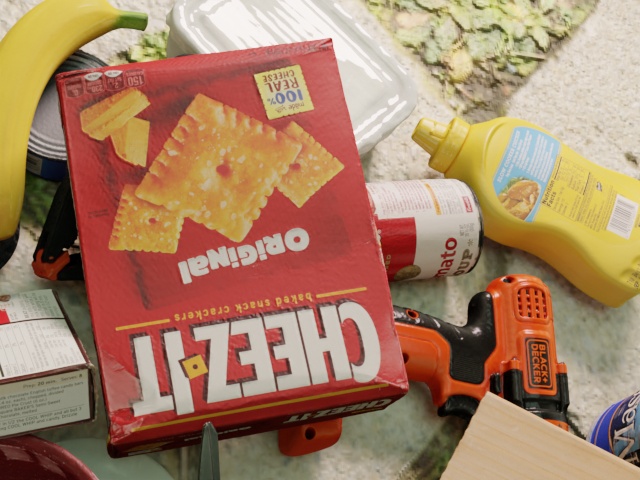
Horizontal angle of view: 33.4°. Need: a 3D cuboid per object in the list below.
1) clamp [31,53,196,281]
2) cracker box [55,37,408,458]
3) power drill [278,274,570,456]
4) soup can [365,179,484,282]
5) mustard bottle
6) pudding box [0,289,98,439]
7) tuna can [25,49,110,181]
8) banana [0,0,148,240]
[{"bbox_3d":[-0.112,-0.039,0.675,0.171,0.039,0.120,-31,101,-30],"label":"clamp"},{"bbox_3d":[-0.054,0.001,0.606,0.164,0.072,0.214,-9,75,-11],"label":"cracker box"},{"bbox_3d":[0.069,0.104,0.675,0.187,0.057,0.184,7,65,-17],"label":"power drill"},{"bbox_3d":[0.049,-0.006,0.713,0.102,0.069,0.068,-4,66,-21],"label":"soup can"},{"bbox_3d":[0.152,-0.035,0.768,0.191,0.058,0.096,29,60,-4],"label":"mustard bottle"},{"bbox_3d":[-0.182,0.067,0.554,0.113,0.039,0.090,-10,29,-23],"label":"pudding box"},{"bbox_3d":[-0.169,-0.082,0.697,0.086,0.034,0.086,8,63,-15],"label":"tuna can"},{"bbox_3d":[-0.175,-0.092,0.657,0.069,0.037,0.197,27,60,-4],"label":"banana"}]
